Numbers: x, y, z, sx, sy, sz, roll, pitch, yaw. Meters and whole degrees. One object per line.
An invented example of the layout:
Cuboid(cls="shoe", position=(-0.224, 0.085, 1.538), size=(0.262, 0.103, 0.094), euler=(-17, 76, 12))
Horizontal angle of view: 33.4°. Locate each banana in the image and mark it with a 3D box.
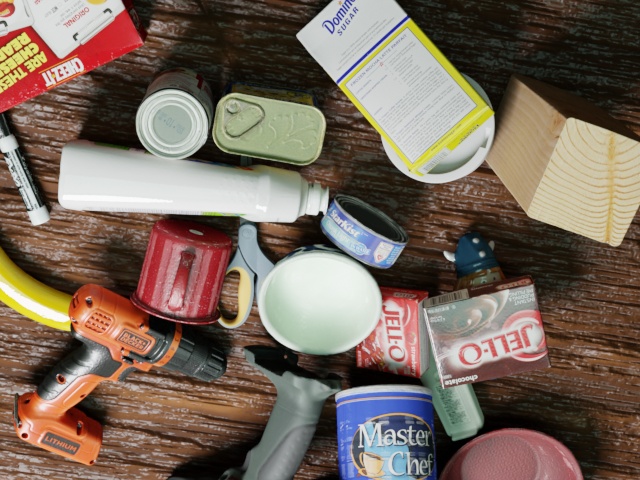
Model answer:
Cuboid(cls="banana", position=(-0.295, 0.042, 1.084), size=(0.070, 0.037, 0.197), euler=(-43, 106, 11))

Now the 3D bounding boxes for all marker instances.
Cuboid(cls="marker", position=(-0.299, -0.073, 1.053), size=(0.020, 0.020, 0.121), euler=(-18, 109, 4))

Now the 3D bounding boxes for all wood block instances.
Cuboid(cls="wood block", position=(0.221, -0.080, 0.975), size=(0.090, 0.206, 0.091), euler=(19, 107, -9))

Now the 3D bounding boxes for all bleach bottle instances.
Cuboid(cls="bleach bottle", position=(-0.119, -0.051, 1.027), size=(0.250, 0.102, 0.068), euler=(6, 93, -6))

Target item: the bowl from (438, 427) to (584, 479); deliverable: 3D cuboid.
Cuboid(cls="bowl", position=(0.203, 0.265, 1.175), size=(0.162, 0.055, 0.162), euler=(-1, 109, -2))

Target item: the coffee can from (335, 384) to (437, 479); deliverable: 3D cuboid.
Cuboid(cls="coffee can", position=(0.068, 0.226, 1.097), size=(0.103, 0.103, 0.140), euler=(-1, 73, -2))

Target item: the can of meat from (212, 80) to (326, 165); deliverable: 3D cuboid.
Cuboid(cls="can of meat", position=(-0.049, -0.115, 1.015), size=(0.102, 0.084, 0.057), euler=(9, 109, -6))

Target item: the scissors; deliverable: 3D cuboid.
Cuboid(cls="scissors", position=(-0.057, 0.001, 1.092), size=(0.096, 0.016, 0.202), euler=(13, 108, -9))

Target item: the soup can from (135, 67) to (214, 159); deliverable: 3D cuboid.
Cuboid(cls="soup can", position=(-0.135, -0.120, 1.000), size=(0.068, 0.102, 0.068), euler=(-1, 110, -3))

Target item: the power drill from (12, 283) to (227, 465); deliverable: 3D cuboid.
Cuboid(cls="power drill", position=(-0.213, 0.145, 1.104), size=(0.184, 0.057, 0.188), euler=(31, 108, -30))

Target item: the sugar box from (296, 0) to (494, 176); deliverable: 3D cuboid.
Cuboid(cls="sugar box", position=(0.068, -0.154, 0.988), size=(0.093, 0.048, 0.176), euler=(-41, 74, 11))

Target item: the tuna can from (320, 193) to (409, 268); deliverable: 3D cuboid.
Cuboid(cls="tuna can", position=(0.043, -0.009, 1.056), size=(0.086, 0.086, 0.034), euler=(28, 107, -12))

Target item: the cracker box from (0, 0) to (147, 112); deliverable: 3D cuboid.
Cuboid(cls="cracker box", position=(-0.277, -0.245, 0.967), size=(0.164, 0.072, 0.213), euler=(-24, 109, 5))

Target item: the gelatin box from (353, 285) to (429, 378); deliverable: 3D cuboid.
Cuboid(cls="gelatin box", position=(0.074, 0.093, 1.105), size=(0.073, 0.030, 0.089), euler=(7, 112, 28))

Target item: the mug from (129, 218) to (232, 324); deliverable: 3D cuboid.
Cuboid(cls="mug", position=(-0.135, 0.031, 1.049), size=(0.093, 0.117, 0.081), euler=(15, 103, -3))

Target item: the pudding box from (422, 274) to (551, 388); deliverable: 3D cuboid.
Cuboid(cls="pudding box", position=(0.165, 0.091, 1.061), size=(0.113, 0.039, 0.090), euler=(-12, 105, 9))
